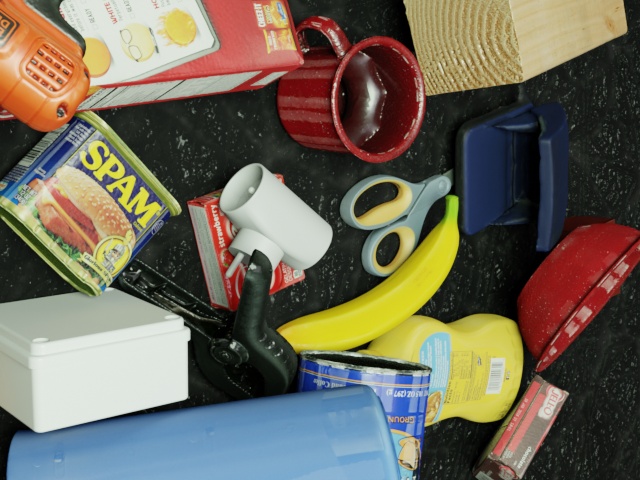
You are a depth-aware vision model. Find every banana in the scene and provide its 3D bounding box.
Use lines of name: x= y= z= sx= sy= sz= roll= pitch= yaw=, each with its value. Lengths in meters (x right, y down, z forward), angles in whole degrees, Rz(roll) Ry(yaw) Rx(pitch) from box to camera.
banana: x=0.049 y=0.043 z=0.885 sx=0.197 sy=0.037 sz=0.069 roll=-39 pitch=112 yaw=-15

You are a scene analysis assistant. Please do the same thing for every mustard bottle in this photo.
mustard bottle: x=0.092 y=0.113 z=0.927 sx=0.191 sy=0.058 sz=0.096 roll=2 pitch=100 yaw=-39

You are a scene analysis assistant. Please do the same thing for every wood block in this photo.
wood block: x=0.167 y=-0.190 z=0.883 sx=0.205 sy=0.091 sz=0.090 roll=-29 pitch=109 yaw=-47

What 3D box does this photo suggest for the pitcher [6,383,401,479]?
pitcher: x=-0.070 y=0.175 z=0.688 sx=0.242 sy=0.145 sz=0.149 roll=-10 pitch=87 yaw=-4

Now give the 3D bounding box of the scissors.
scissors: x=0.099 y=-0.027 z=0.938 sx=0.201 sy=0.016 sz=0.096 roll=-13 pitch=106 yaw=-36

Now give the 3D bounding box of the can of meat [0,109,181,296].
can of meat: x=-0.158 y=-0.024 z=0.711 sx=0.084 sy=0.058 sz=0.102 roll=-50 pitch=123 yaw=-18

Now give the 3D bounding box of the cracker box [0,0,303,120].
cracker box: x=-0.132 y=-0.169 z=0.676 sx=0.213 sy=0.072 sz=0.164 roll=-13 pitch=86 yaw=-35

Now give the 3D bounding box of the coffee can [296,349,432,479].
coffee can: x=0.026 y=0.160 z=0.809 sx=0.102 sy=0.103 sz=0.140 roll=7 pitch=89 yaw=-39

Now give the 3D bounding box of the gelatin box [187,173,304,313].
gelatin box: x=-0.055 y=0.001 z=0.811 sx=0.073 sy=0.030 sz=0.089 roll=-23 pitch=111 yaw=-33

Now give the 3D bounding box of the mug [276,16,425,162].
mug: x=0.015 y=-0.118 z=0.815 sx=0.093 sy=0.082 sz=0.117 roll=-45 pitch=122 yaw=-24

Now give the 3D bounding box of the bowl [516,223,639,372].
bowl: x=0.225 y=0.039 z=0.950 sx=0.162 sy=0.055 sz=0.162 roll=-43 pitch=161 yaw=-19

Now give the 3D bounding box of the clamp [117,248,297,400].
clamp: x=-0.058 y=0.066 z=0.772 sx=0.171 sy=0.120 sz=0.039 roll=53 pitch=46 yaw=-35

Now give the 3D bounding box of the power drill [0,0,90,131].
power drill: x=-0.173 y=-0.176 z=0.574 sx=0.184 sy=0.057 sz=0.187 roll=38 pitch=63 yaw=-20

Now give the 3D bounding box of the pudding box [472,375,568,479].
pudding box: x=0.182 y=0.181 z=0.983 sx=0.090 sy=0.039 sz=0.113 roll=-54 pitch=169 yaw=-18
